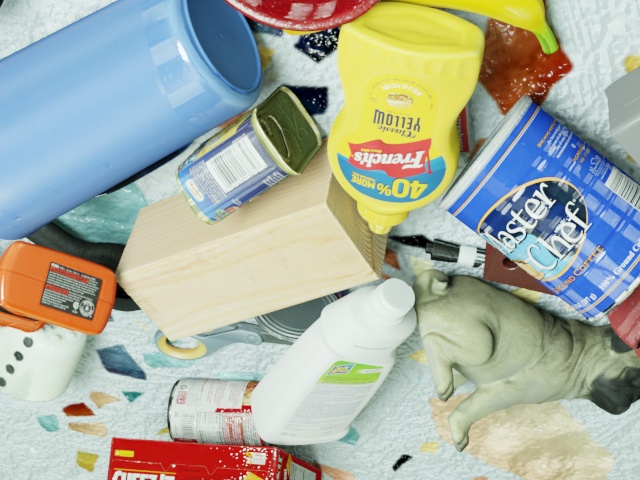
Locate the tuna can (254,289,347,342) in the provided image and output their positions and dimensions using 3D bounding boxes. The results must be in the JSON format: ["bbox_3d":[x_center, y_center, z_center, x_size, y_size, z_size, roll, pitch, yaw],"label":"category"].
[{"bbox_3d":[-0.019,0.052,0.962,0.086,0.033,0.086,7,133,7],"label":"tuna can"}]

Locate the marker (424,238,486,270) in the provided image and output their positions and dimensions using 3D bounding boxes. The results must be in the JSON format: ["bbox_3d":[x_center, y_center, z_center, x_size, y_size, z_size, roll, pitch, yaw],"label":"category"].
[{"bbox_3d":[0.148,0.018,0.903,0.121,0.020,0.020,11,133,2],"label":"marker"}]

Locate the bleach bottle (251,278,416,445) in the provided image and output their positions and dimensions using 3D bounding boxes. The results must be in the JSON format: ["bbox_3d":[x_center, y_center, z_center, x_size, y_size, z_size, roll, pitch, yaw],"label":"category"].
[{"bbox_3d":[0.023,0.104,0.934,0.102,0.068,0.251,-1,150,-25],"label":"bleach bottle"}]

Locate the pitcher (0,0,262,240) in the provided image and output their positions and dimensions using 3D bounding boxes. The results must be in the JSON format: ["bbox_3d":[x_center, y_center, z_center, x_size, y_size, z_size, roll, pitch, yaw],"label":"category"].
[{"bbox_3d":[-0.162,-0.100,0.804,0.243,0.149,0.145,-22,109,25],"label":"pitcher"}]

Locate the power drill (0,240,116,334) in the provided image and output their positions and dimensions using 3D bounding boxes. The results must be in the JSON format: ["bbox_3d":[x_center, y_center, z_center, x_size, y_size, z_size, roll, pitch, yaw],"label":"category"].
[{"bbox_3d":[-0.272,0.035,0.878,0.184,0.057,0.188,21,165,-41],"label":"power drill"}]

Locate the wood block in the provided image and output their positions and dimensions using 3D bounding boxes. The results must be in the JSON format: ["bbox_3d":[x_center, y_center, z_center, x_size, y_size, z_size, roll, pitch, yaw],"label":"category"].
[{"bbox_3d":[-0.055,0.001,0.885,0.206,0.090,0.090,-18,127,26],"label":"wood block"}]

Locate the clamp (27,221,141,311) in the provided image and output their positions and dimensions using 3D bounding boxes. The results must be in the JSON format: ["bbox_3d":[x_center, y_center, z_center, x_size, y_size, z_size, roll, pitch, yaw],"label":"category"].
[{"bbox_3d":[-0.219,0.031,0.987,0.171,0.039,0.120,23,144,-5],"label":"clamp"}]

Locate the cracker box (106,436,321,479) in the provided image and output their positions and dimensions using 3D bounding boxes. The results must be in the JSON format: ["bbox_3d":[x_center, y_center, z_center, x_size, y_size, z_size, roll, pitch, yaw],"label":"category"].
[{"bbox_3d":[-0.100,0.249,1.074,0.164,0.072,0.213,1,163,12],"label":"cracker box"}]

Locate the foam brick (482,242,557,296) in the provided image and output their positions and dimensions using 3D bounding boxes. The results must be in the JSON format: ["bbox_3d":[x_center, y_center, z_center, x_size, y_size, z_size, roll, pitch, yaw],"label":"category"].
[{"bbox_3d":[0.176,0.006,0.864,0.078,0.051,0.053,12,134,1],"label":"foam brick"}]

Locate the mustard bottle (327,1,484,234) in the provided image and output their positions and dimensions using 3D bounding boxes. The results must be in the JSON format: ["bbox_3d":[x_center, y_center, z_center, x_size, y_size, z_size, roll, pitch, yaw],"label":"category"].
[{"bbox_3d":[0.054,-0.076,0.767,0.096,0.058,0.192,11,138,4],"label":"mustard bottle"}]

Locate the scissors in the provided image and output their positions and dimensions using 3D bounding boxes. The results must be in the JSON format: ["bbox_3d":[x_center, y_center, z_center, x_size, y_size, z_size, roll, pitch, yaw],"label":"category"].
[{"bbox_3d":[-0.077,0.101,1.033,0.201,0.016,0.096,20,135,-6],"label":"scissors"}]

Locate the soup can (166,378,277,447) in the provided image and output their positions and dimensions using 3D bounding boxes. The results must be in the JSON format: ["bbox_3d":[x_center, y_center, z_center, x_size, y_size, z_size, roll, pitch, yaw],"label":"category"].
[{"bbox_3d":[-0.095,0.174,1.068,0.102,0.068,0.068,1,132,13],"label":"soup can"}]

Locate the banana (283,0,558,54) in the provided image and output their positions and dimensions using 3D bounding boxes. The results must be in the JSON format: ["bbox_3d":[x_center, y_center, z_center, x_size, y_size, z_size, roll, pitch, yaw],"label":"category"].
[{"bbox_3d":[0.068,-0.166,0.736,0.198,0.037,0.070,7,120,9],"label":"banana"}]

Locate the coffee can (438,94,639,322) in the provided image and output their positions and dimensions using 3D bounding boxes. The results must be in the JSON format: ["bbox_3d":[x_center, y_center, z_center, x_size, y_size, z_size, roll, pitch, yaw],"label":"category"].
[{"bbox_3d":[0.172,-0.023,0.777,0.140,0.102,0.103,38,131,2],"label":"coffee can"}]

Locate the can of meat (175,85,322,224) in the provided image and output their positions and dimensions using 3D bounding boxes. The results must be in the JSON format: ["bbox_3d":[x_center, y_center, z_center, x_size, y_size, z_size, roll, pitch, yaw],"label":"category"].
[{"bbox_3d":[-0.055,-0.064,0.807,0.084,0.102,0.057,-31,102,22],"label":"can of meat"}]
